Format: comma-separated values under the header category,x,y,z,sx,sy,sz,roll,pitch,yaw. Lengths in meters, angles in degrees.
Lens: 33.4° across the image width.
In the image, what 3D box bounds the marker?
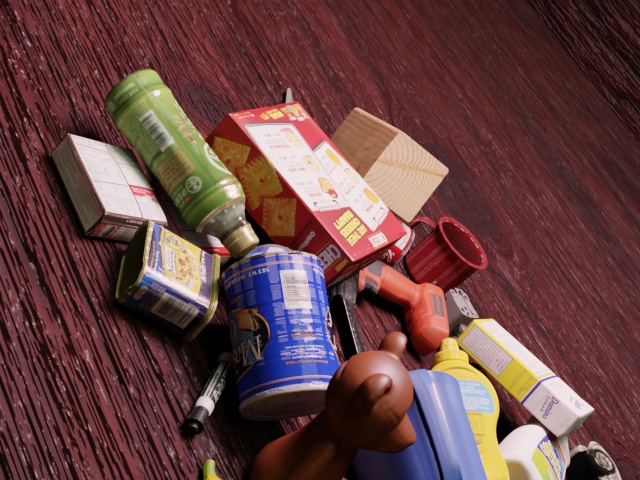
category,x,y,z,sx,sy,sz,roll,pitch,yaw
marker,-0.103,0.144,1.008,0.020,0.020,0.121,42,27,-9

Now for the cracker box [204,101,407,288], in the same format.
category,x,y,z,sx,sy,sz,roll,pitch,yaw
cracker box,-0.018,-0.054,1.223,0.214,0.072,0.164,51,28,8

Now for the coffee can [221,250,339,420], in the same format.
category,x,y,z,sx,sy,sz,roll,pitch,yaw
coffee can,-0.037,0.094,1.040,0.102,0.103,0.140,15,57,-46

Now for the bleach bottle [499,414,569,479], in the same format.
category,x,y,z,sx,sy,sz,roll,pitch,yaw
bleach bottle,0.259,0.264,1.301,0.102,0.068,0.250,67,24,-3

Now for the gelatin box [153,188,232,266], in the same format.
category,x,y,z,sx,sy,sz,roll,pitch,yaw
gelatin box,-0.143,-0.013,1.157,0.073,0.030,0.089,1,52,-53

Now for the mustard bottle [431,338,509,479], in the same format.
category,x,y,z,sx,sy,sz,roll,pitch,yaw
mustard bottle,0.151,0.198,1.187,0.096,0.058,0.191,1,58,-6

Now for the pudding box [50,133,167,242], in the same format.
category,x,y,z,sx,sy,sz,roll,pitch,yaw
pudding box,-0.217,-0.052,1.096,0.089,0.039,0.113,10,41,-51

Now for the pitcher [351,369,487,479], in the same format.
category,x,y,z,sx,sy,sz,roll,pitch,yaw
pitcher,0.108,0.252,1.029,0.149,0.145,0.243,28,35,-46

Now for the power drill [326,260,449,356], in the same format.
category,x,y,z,sx,sy,sz,roll,pitch,yaw
power drill,0.075,0.067,1.329,0.187,0.057,0.184,35,29,-22

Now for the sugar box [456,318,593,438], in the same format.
category,x,y,z,sx,sy,sz,roll,pitch,yaw
sugar box,0.258,0.173,1.352,0.176,0.048,0.093,46,16,21

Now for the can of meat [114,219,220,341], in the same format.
category,x,y,z,sx,sy,sz,roll,pitch,yaw
can of meat,-0.150,0.037,1.048,0.083,0.058,0.102,31,30,-23

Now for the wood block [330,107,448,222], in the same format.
category,x,y,z,sx,sy,sz,roll,pitch,yaw
wood block,0.082,-0.108,1.465,0.090,0.090,0.206,36,4,-21

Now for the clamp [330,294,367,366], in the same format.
category,x,y,z,sx,sy,sz,roll,pitch,yaw
clamp,0.040,0.141,1.182,0.171,0.039,0.120,46,50,-6

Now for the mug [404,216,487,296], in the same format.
category,x,y,z,sx,sy,sz,roll,pitch,yaw
mug,0.164,0.019,1.498,0.117,0.082,0.093,45,27,-4
